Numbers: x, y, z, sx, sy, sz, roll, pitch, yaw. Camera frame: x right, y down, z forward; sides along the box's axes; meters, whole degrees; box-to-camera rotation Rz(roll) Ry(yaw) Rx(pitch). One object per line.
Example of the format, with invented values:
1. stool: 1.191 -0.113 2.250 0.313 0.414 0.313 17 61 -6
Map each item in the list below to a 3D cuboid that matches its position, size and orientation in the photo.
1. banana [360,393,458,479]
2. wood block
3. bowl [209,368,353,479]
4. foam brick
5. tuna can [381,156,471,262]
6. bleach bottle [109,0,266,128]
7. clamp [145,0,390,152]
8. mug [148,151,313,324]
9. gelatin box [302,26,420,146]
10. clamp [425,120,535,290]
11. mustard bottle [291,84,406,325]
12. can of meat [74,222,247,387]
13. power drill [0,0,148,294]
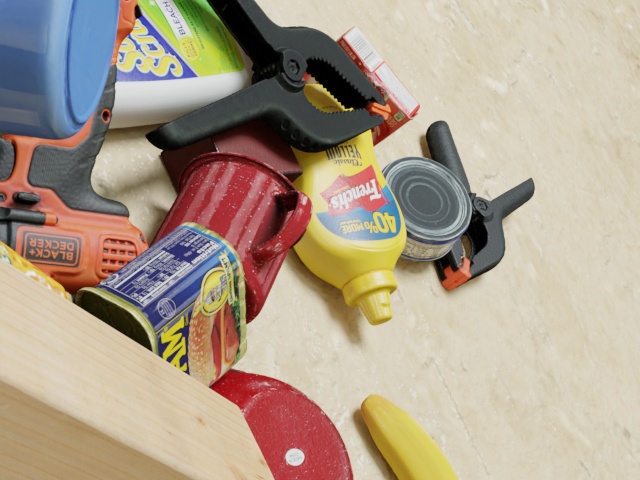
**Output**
1. banana: 0.080 0.199 0.739 0.069 0.037 0.198 9 57 -43
2. wood block: -0.119 0.096 0.504 0.205 0.091 0.090 41 12 -44
3. bowl: -0.032 0.143 0.651 0.161 0.055 0.162 26 46 -31
4. foam brick: -0.063 -0.055 0.764 0.078 0.053 0.051 -10 71 -48
5. tuna can: 0.081 -0.027 0.883 0.086 0.034 0.086 11 56 -16
6. bleach bottle: -0.148 -0.113 0.713 0.250 0.068 0.102 -23 85 -48
7. clamp: -0.034 -0.127 0.754 0.209 0.036 0.164 9 73 -42
8. mug: -0.054 0.001 0.686 0.093 0.117 0.081 52 41 -29
9. gelatin box: 0.028 -0.120 0.887 0.089 0.073 0.030 50 40 -7
10. clamp: 0.127 -0.033 0.954 0.120 0.039 0.171 33 44 -4
11. mustard bottle: 0.015 -0.026 0.817 0.096 0.058 0.192 -4 67 -38
12. can of meat: -0.088 0.051 0.613 0.058 0.102 0.083 24 43 26
13. power drill: -0.179 -0.064 0.600 0.184 0.057 0.187 8 85 -35
